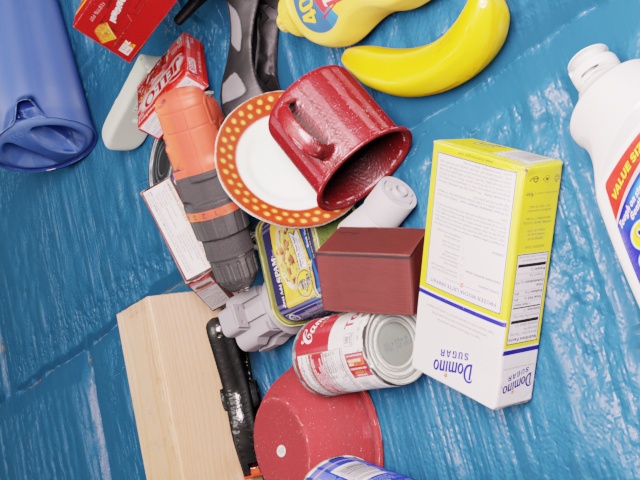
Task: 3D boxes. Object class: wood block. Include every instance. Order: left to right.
[{"bbox_3d":[-0.136,0.162,1.100,0.090,0.090,0.206,-28,71,53],"label":"wood block"}]

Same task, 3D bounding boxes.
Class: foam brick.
[{"bbox_3d":[0.043,0.023,0.828,0.078,0.052,0.051,2,114,24],"label":"foam brick"}]

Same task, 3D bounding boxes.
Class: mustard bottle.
[{"bbox_3d":[0.022,-0.210,0.861,0.192,0.058,0.096,-20,77,54],"label":"mustard bottle"}]

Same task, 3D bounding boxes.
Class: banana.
[{"bbox_3d":[0.082,-0.143,0.799,0.198,0.037,0.069,-22,82,57],"label":"banana"}]

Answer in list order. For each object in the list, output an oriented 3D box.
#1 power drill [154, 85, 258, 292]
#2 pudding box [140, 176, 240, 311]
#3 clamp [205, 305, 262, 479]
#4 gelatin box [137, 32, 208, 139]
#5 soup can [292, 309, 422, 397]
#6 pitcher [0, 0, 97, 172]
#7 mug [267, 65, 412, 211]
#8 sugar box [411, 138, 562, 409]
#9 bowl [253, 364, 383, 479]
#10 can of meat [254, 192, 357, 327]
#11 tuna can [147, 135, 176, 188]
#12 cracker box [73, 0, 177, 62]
[{"bbox_3d":[-0.101,-0.058,0.977,0.188,0.057,0.184,-121,15,-75],"label":"power drill"},{"bbox_3d":[-0.127,0.004,1.048,0.113,0.039,0.090,58,180,24],"label":"pudding box"},{"bbox_3d":[-0.078,0.143,1.044,0.120,0.039,0.171,-64,-35,-77],"label":"clamp"},{"bbox_3d":[-0.155,-0.160,1.104,0.089,0.030,0.073,-43,37,29],"label":"gelatin box"},{"bbox_3d":[0.032,0.090,0.872,0.102,0.068,0.068,-19,78,54],"label":"soup can"},{"bbox_3d":[-0.374,-0.214,1.376,0.149,0.144,0.243,-34,62,38],"label":"pitcher"},{"bbox_3d":[0.006,-0.084,0.836,0.093,0.117,0.081,-48,68,24],"label":"mug"},{"bbox_3d":[0.117,0.021,0.766,0.093,0.048,0.176,24,117,51],"label":"sugar box"},{"bbox_3d":[-0.014,0.182,0.959,0.162,0.055,0.162,10,103,54],"label":"bowl"},{"bbox_3d":[-0.005,0.015,0.928,0.084,0.057,0.102,-28,71,51],"label":"can of meat"},{"bbox_3d":[-0.154,-0.082,1.130,0.086,0.033,0.086,-26,61,60],"label":"tuna can"},{"bbox_3d":[-0.137,-0.294,0.980,0.164,0.072,0.213,-36,30,50],"label":"cracker box"}]
